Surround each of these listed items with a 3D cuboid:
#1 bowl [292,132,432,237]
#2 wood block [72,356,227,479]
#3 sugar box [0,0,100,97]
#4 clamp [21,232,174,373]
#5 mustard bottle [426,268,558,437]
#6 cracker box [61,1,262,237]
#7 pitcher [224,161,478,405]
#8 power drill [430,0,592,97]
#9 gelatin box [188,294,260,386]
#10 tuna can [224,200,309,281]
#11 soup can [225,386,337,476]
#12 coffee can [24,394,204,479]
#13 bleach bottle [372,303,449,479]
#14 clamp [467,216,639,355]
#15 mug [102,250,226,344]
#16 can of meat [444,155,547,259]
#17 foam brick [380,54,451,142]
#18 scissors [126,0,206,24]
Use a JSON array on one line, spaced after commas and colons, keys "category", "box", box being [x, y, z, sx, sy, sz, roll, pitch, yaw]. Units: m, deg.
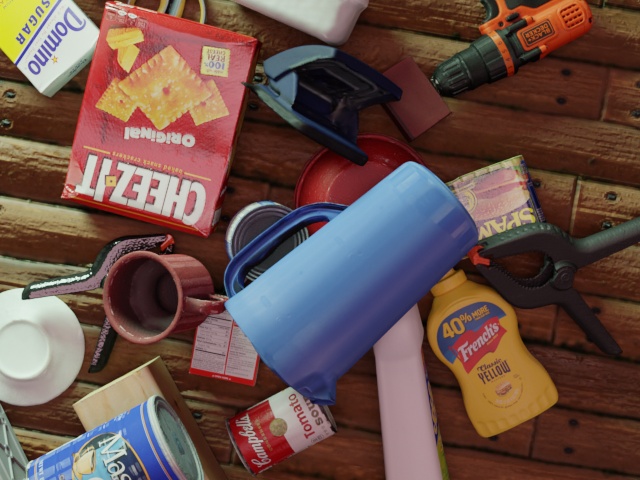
[{"category": "bowl", "box": [0.050, -0.037, 1.138, 0.162, 0.055, 0.162, 0, 91, 0]}, {"category": "wood block", "box": [-0.165, 0.237, 1.128, 0.090, 0.091, 0.206, -28, 90, 1]}, {"category": "sugar box", "box": [-0.320, -0.250, 1.143, 0.093, 0.048, 0.176, -43, 89, 1]}, {"category": "clamp", "box": [-0.220, 0.060, 1.151, 0.171, 0.039, 0.120, -31, 106, -3]}, {"category": "mustard bottle", "box": [0.169, 0.105, 1.138, 0.096, 0.058, 0.191, -28, 90, 10]}, {"category": "cracker box", "box": [-0.166, -0.127, 1.122, 0.164, 0.072, 0.214, 15, 97, 1]}, {"category": "pitcher", "box": [0.028, 0.030, 1.056, 0.243, 0.145, 0.149, -41, 105, -2]}, {"category": "power drill", "box": [0.172, -0.264, 1.132, 0.184, 0.057, 0.187, -27, 94, -3]}, {"category": "gelatin box", "box": [-0.098, 0.105, 1.147, 0.073, 0.030, 0.089, 11, 106, 0]}, {"category": "tuna can", "box": [-0.057, 0.001, 1.131, 0.086, 0.034, 0.086, -4, 102, -18]}, {"category": "soup can", "box": [-0.041, 0.198, 1.138, 0.102, 0.068, 0.068, -27, 91, 0]}, {"category": "coffee can", "box": [-0.197, 0.227, 1.031, 0.140, 0.103, 0.103, -28, 91, 1]}, {"category": "bleach bottle", "box": [0.088, 0.158, 1.118, 0.068, 0.102, 0.251, -8, 90, 9]}, {"category": "clamp", "box": [0.256, 0.024, 1.107, 0.209, 0.036, 0.165, 17, 107, -16]}, {"category": "mug", "box": [-0.150, 0.057, 1.085, 0.117, 0.081, 0.093, 7, 94, 23]}, {"category": "can of meat", "box": [0.183, -0.035, 1.137, 0.102, 0.057, 0.084, -19, 88, 0]}, {"category": "foam brick", "box": [0.094, -0.150, 1.137, 0.051, 0.053, 0.078, -36, 92, 1]}, {"category": "scissors", "box": [-0.155, -0.305, 1.155, 0.096, 0.016, 0.202, 7, 91, 1]}]
